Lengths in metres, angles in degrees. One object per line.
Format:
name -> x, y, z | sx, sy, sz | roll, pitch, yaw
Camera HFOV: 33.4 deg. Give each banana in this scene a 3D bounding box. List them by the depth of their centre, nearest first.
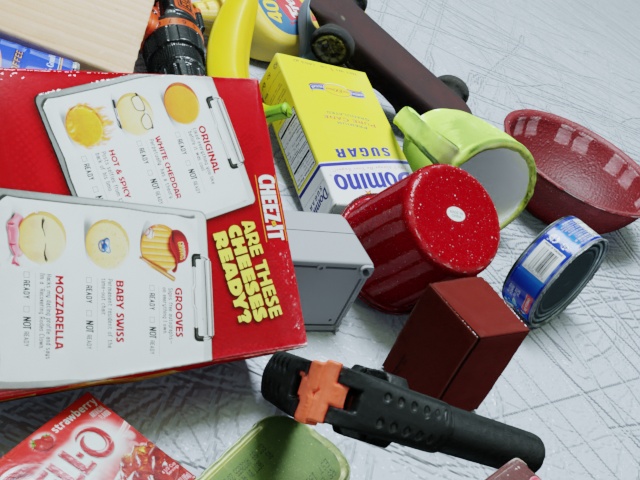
banana -> -0.065, -0.142, 0.880 | 0.037, 0.070, 0.198 | 49, 17, -44

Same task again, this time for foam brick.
foam brick -> 0.086, 0.069, 0.687 | 0.051, 0.078, 0.053 | -5, 45, -39

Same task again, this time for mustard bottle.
mustard bottle -> -0.043, -0.210, 1.003 | 0.191, 0.058, 0.096 | -8, 61, -42

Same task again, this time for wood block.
wood block -> -0.224, -0.159, 0.711 | 0.206, 0.090, 0.091 | 19, 65, -17

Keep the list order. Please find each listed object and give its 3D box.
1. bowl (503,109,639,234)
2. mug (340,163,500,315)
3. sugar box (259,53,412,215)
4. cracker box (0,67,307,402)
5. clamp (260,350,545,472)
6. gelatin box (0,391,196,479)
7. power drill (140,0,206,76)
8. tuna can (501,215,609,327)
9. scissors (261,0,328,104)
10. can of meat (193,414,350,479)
bowl -> 0.229, -0.054, 0.988 | 0.162, 0.055, 0.162 | 19, 33, -13
mug -> 0.074, 0.008, 0.739 | 0.093, 0.082, 0.117 | -20, 84, -36
sugar box -> 0.017, -0.073, 0.853 | 0.093, 0.048, 0.176 | 6, 42, -31
cracker box -> -0.121, -0.004, 0.576 | 0.213, 0.072, 0.164 | -5, 82, -42
clamp -> 0.018, 0.081, 0.543 | 0.165, 0.036, 0.209 | 14, -8, 25
gelatin box -> -0.114, 0.121, 0.509 | 0.073, 0.030, 0.089 | 35, 33, 12
power drill -> -0.170, -0.194, 0.844 | 0.187, 0.057, 0.184 | 31, 29, -41
tuna can -> 0.178, 0.023, 0.813 | 0.034, 0.086, 0.085 | 43, 35, 26
scissors -> -0.023, -0.168, 0.946 | 0.201, 0.016, 0.096 | -25, 92, -45
can of meat -> -0.038, 0.138, 0.491 | 0.057, 0.084, 0.101 | 36, 33, 12
